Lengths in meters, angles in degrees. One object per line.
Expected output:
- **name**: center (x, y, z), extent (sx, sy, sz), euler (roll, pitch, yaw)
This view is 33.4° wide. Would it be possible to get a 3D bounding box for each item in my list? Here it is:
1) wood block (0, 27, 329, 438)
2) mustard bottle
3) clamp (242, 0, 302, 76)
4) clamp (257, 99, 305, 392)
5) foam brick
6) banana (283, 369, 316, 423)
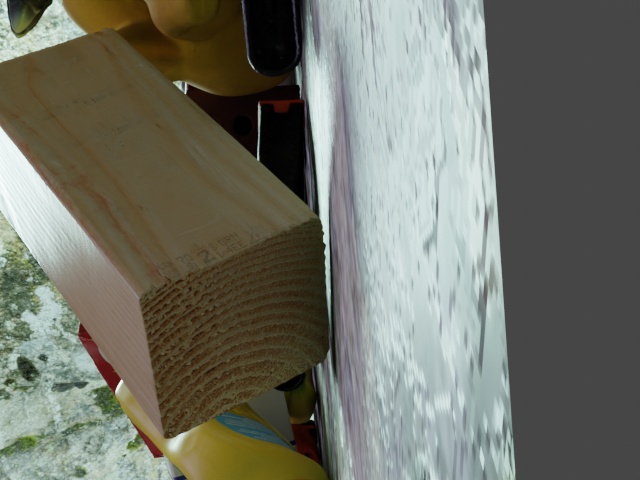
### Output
- **wood block**: center (-0.090, -0.014, 0.527), extent (0.206, 0.090, 0.091), euler (43, 148, 41)
- **mustard bottle**: center (-0.047, 0.130, 0.628), extent (0.058, 0.096, 0.192), euler (-56, 34, -4)
- **clamp**: center (-0.031, -0.195, 0.436), extent (0.164, 0.036, 0.210), euler (74, -166, -72)
- **clamp**: center (-0.022, 0.006, 0.617), extent (0.120, 0.039, 0.171), euler (106, 167, -67)
- **foam brick**: center (-0.051, -0.073, 0.723), extent (0.051, 0.078, 0.053), euler (90, 176, -85)
- **banana**: center (-0.021, 0.100, 0.865), extent (0.198, 0.037, 0.070), euler (-108, 36, -74)
